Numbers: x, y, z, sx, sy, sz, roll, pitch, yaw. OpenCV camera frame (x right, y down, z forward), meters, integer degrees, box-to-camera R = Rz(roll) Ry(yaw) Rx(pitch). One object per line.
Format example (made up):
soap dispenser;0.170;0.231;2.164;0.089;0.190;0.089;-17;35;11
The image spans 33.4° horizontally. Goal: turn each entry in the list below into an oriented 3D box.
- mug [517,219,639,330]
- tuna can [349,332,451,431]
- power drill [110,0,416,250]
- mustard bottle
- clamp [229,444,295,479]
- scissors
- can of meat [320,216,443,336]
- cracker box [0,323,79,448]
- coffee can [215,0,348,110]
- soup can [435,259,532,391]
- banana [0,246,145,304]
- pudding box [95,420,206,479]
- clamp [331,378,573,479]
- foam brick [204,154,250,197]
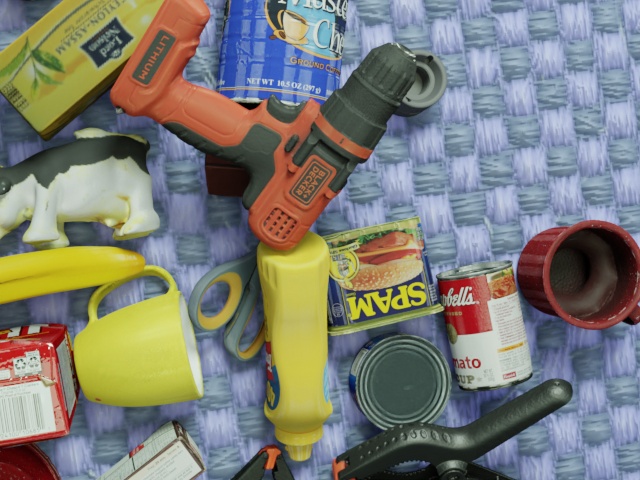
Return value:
mug;0.233;0.035;0.937;0.117;0.081;0.093;35;85;-9
tuna can;0.069;0.123;0.932;0.086;0.034;0.086;0;91;-11
power drill;-0.045;-0.107;0.792;0.187;0.057;0.185;35;108;-5
mustard bottle;-0.020;0.093;0.880;0.058;0.096;0.192;-4;108;-7
clamp;-0.065;0.261;0.908;0.120;0.039;0.171;2;84;-15
scissors;-0.056;0.001;0.899;0.096;0.016;0.202;14;89;-42
can of meat;0.046;0.030;0.916;0.102;0.057;0.084;-12;91;-10
cracker box;-0.266;0.108;0.779;0.164;0.214;0.072;-9;91;-11
coffee can;-0.030;-0.174;0.875;0.102;0.103;0.140;6;90;-11
soup can;0.143;0.073;0.928;0.068;0.068;0.102;-12;93;-10
banana;-0.240;0.031;0.849;0.197;0.069;0.037;-13;84;-4
pudding box;-0.149;0.198;0.865;0.113;0.090;0.039;-39;97;-8
clamp;0.117;0.199;0.924;0.210;0.036;0.164;-11;126;3
foam brick;-0.055;-0.069;0.885;0.078;0.053;0.051;3;65;-3
